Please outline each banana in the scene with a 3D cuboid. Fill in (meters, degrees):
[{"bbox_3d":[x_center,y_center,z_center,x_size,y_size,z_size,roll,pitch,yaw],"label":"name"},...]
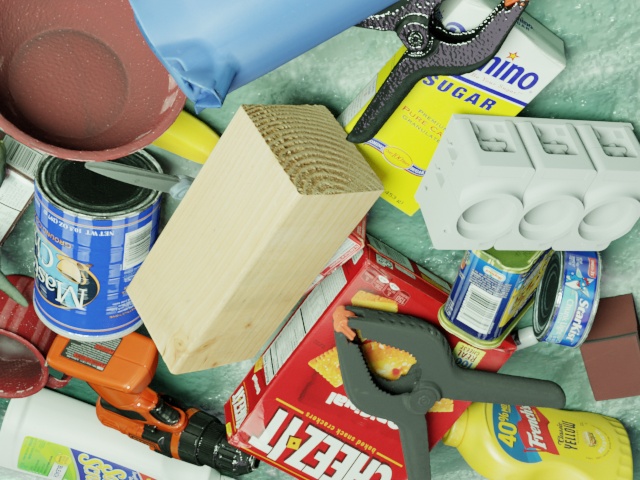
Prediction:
[{"bbox_3d":[-0.166,-0.092,0.829,0.197,0.069,0.037,4,150,-23],"label":"banana"}]

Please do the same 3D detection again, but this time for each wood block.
[{"bbox_3d":[-0.055,0.001,0.818,0.090,0.091,0.206,-6,143,-45],"label":"wood block"}]

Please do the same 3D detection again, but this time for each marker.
[{"bbox_3d":[0.167,0.095,0.974,0.121,0.020,0.020,-22,124,24],"label":"marker"}]

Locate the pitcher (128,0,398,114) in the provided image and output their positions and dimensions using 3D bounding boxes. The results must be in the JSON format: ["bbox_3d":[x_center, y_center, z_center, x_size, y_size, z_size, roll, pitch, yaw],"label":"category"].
[{"bbox_3d":[-0.008,-0.196,0.661,0.243,0.145,0.149,-26,103,2],"label":"pitcher"}]

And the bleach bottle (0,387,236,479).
[{"bbox_3d":[-0.206,0.224,1.110,0.250,0.068,0.103,19,133,-11],"label":"bleach bottle"}]

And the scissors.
[{"bbox_3d":[-0.089,-0.049,0.829,0.096,0.016,0.201,-31,154,12],"label":"scissors"}]

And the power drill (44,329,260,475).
[{"bbox_3d":[-0.155,0.149,0.984,0.185,0.057,0.187,14,150,25],"label":"power drill"}]

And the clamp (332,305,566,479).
[{"bbox_3d":[0.094,0.120,0.885,0.165,0.036,0.210,-37,113,9],"label":"clamp"}]

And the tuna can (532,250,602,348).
[{"bbox_3d":[0.203,0.044,0.883,0.034,0.086,0.086,12,131,0],"label":"tuna can"}]

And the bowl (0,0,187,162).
[{"bbox_3d":[-0.177,-0.125,0.772,0.162,0.162,0.055,25,157,-13],"label":"bowl"}]

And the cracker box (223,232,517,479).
[{"bbox_3d":[0.041,0.121,0.940,0.164,0.072,0.214,31,107,-18],"label":"cracker box"}]

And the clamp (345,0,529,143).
[{"bbox_3d":[0.066,-0.133,0.733,0.172,0.039,0.120,-8,123,23],"label":"clamp"}]

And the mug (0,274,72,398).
[{"bbox_3d":[-0.277,0.093,0.996,0.117,0.081,0.093,35,126,-20],"label":"mug"}]

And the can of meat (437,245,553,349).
[{"bbox_3d":[0.147,0.025,0.864,0.057,0.101,0.084,31,131,19],"label":"can of meat"}]

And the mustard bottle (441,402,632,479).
[{"bbox_3d":[0.191,0.189,0.999,0.191,0.096,0.058,15,131,-4],"label":"mustard bottle"}]

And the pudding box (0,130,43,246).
[{"bbox_3d":[-0.297,-0.057,0.902,0.113,0.039,0.090,32,127,-16],"label":"pudding box"}]

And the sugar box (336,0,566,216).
[{"bbox_3d":[0.089,-0.105,0.800,0.093,0.048,0.176,31,128,-17],"label":"sugar box"}]

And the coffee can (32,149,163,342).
[{"bbox_3d":[-0.187,0.000,0.891,0.103,0.102,0.140,12,130,-2],"label":"coffee can"}]
